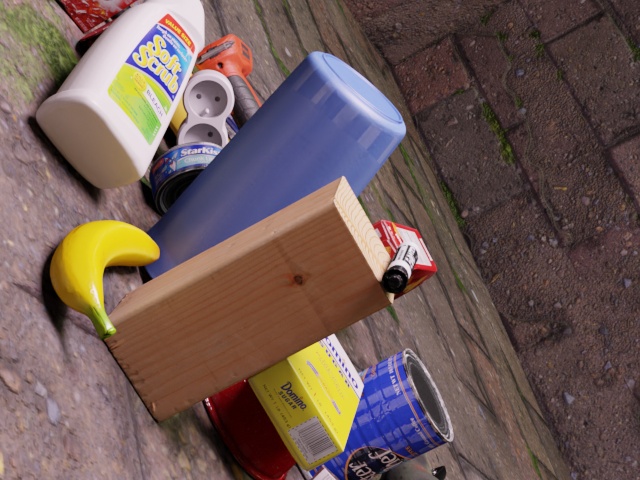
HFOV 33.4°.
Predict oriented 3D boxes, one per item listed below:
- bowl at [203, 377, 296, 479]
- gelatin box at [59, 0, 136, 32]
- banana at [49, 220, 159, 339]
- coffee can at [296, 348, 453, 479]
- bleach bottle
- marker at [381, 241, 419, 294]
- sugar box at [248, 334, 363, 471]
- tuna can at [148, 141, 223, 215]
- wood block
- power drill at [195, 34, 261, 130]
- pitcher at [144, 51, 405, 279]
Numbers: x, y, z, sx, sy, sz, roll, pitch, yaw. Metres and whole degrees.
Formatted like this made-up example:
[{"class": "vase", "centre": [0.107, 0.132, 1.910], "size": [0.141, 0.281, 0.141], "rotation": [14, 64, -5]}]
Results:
[{"class": "bowl", "centre": [-0.050, 0.141, 0.980], "size": [0.162, 0.055, 0.162], "rotation": [56, 14, -22]}, {"class": "gelatin box", "centre": [-0.234, -0.263, 1.069], "size": [0.089, 0.073, 0.030], "rotation": [52, 16, -37]}, {"class": "banana", "centre": [-0.168, 0.017, 0.820], "size": [0.069, 0.037, 0.197], "rotation": [59, 11, -13]}, {"class": "coffee can", "centre": [0.048, 0.185, 1.076], "size": [0.102, 0.140, 0.103], "rotation": [56, 14, -23]}, {"class": "bleach bottle", "centre": [-0.162, -0.165, 0.963], "size": [0.102, 0.068, 0.250], "rotation": [55, 36, -35]}, {"class": "marker", "centre": [0.062, 0.020, 0.809], "size": [0.020, 0.020, 0.121], "rotation": [61, 13, -4]}, {"class": "sugar box", "centre": [-0.007, 0.126, 0.944], "size": [0.093, 0.048, 0.176], "rotation": [60, 14, -5]}, {"class": "tuna can", "centre": [-0.122, -0.055, 1.039], "size": [0.086, 0.086, 0.034], "rotation": [46, 22, -50]}, {"class": "wood block", "centre": [-0.053, 0.045, 0.825], "size": [0.091, 0.206, 0.090], "rotation": [60, 13, -11]}, {"class": "power drill", "centre": [-0.069, -0.133, 1.217], "size": [0.188, 0.057, 0.184], "rotation": [62, 7, 6]}, {"class": "pitcher", "centre": [-0.039, -0.046, 0.949], "size": [0.144, 0.243, 0.149], "rotation": [21, 26, -48]}]
